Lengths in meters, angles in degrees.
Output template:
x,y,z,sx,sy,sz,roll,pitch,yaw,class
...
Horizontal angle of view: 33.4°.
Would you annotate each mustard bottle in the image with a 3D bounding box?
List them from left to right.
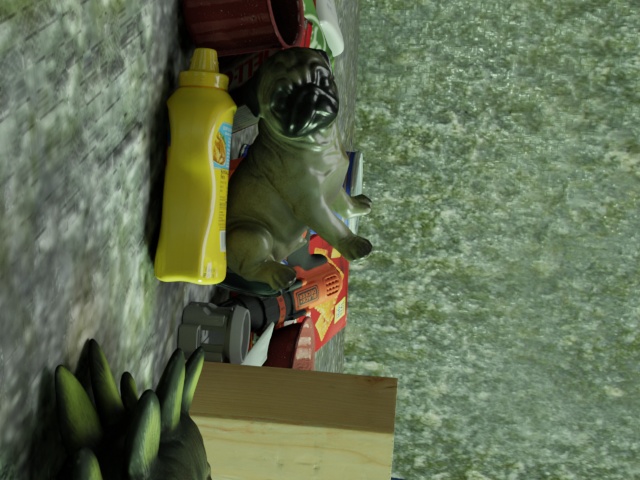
x,y,z,sx,sy,sz,roll,pitch,yaw,class
-0.101,-0.062,0.879,0.096,0.058,0.191,-13,108,-86,mustard bottle

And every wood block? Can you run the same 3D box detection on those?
x,y,z,sx,sy,sz,roll,pitch,yaw,class
-0.038,0.173,0.952,0.090,0.206,0.090,-74,167,-67,wood block

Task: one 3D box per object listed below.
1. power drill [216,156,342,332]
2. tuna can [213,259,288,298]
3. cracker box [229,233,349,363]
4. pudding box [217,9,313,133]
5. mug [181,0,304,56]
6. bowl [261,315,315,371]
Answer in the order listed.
x,y,z,sx,sy,sz,roll,pitch,yaw,class
-0.058,0.001,1.155,0.184,0.057,0.188,-20,111,-44,power drill
-0.076,0.028,1.057,0.086,0.086,0.033,77,26,-72,tuna can
-0.033,0.065,1.333,0.213,0.072,0.164,-35,131,-60,cracker box
-0.060,-0.155,0.993,0.039,0.114,0.090,27,59,-36,pudding box
-0.066,-0.214,0.924,0.093,0.082,0.117,53,36,-58,mug
-0.046,0.162,1.190,0.162,0.055,0.162,5,90,-82,bowl
